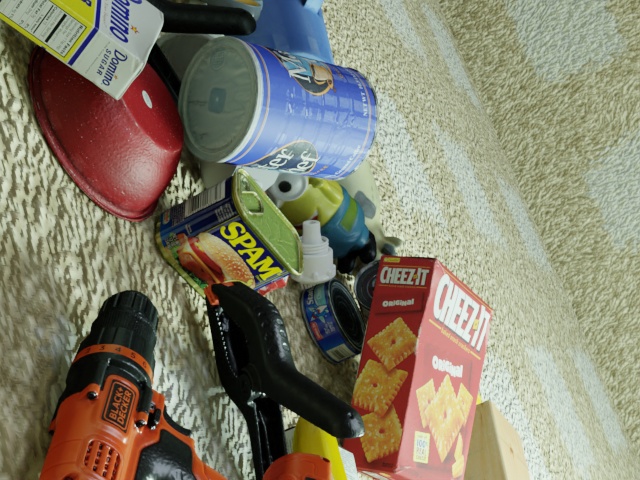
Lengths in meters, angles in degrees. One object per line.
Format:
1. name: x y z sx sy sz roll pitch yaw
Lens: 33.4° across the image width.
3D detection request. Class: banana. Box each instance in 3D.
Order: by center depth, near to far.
1. banana: 0.016 0.208 0.822 0.069 0.037 0.198 24 41 -53

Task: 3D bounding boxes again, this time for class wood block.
1. wood block: 0.191 0.300 1.218 0.090 0.090 0.206 49 24 -36

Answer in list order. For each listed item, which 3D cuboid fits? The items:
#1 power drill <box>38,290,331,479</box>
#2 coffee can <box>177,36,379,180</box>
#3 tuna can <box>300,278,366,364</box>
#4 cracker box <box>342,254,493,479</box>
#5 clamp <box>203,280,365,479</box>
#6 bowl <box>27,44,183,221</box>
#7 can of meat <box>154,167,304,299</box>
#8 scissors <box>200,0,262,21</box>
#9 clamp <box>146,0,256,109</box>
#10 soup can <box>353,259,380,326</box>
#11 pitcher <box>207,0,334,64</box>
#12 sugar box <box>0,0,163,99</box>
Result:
1. power drill: -0.080 0.131 0.675 0.187 0.057 0.184 34 32 -19
2. coffee can: -0.035 -0.109 0.904 0.140 0.103 0.103 5 58 -44
3. tuna can: 0.015 0.083 1.109 0.086 0.034 0.086 53 22 -32
4. cracker box: 0.103 0.143 1.079 0.164 0.072 0.213 38 61 -53
5. clamp: -0.043 0.120 0.819 0.036 0.165 0.210 -4 42 -32
6. bowl: -0.156 -0.098 0.844 0.162 0.055 0.162 52 22 -31
7. can of meat: -0.076 0.001 0.887 0.102 0.084 0.057 50 23 -36
8. scissors: -0.135 -0.240 0.954 0.202 0.016 0.096 27 18 15
9. clamp: -0.153 -0.173 0.901 0.171 0.120 0.039 20 36 -17
10. soup can: 0.076 0.077 1.186 0.102 0.068 0.068 75 3 -53
11. pitcher: -0.051 -0.239 1.103 0.149 0.145 0.243 90 -13 -53
12. sugar box: -0.199 -0.184 0.766 0.176 0.048 0.093 32 30 -18
